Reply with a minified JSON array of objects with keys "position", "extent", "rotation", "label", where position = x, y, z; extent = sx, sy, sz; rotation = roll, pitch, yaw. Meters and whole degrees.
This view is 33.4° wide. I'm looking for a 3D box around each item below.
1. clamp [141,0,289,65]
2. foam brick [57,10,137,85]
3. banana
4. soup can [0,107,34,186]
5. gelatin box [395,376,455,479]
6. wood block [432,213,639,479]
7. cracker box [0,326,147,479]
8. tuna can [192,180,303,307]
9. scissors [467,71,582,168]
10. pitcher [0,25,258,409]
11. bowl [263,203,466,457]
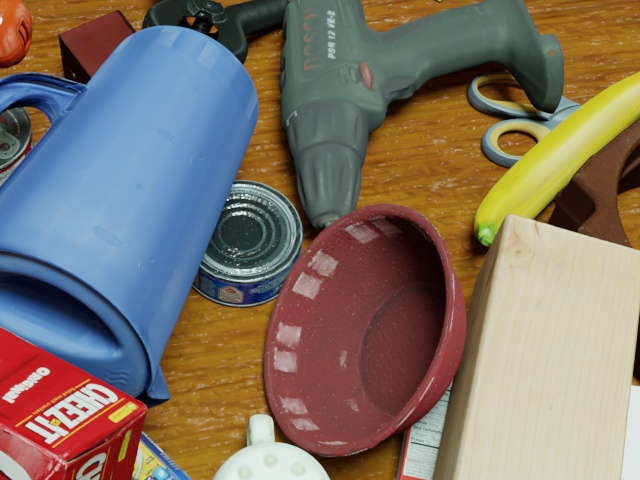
[{"position":[-0.079,-0.162,0.804],"extent":[0.120,0.039,0.171],"rotation":[11,42,-11],"label":"clamp"},{"position":[-0.150,-0.120,0.789],"extent":[0.051,0.053,0.078],"rotation":[-30,65,-23],"label":"foam brick"},{"position":[0.173,-0.054,0.776],"extent":[0.197,0.070,0.037],"rotation":[-43,103,-17],"label":"banana"},{"position":[-0.219,-0.042,0.703],"extent":[0.068,0.102,0.068],"rotation":[3,58,-5],"label":"soup can"},{"position":[0.090,0.128,0.680],"extent":[0.073,0.030,0.089],"rotation":[12,57,2],"label":"gelatin box"},{"position":[0.124,0.101,0.628],"extent":[0.091,0.090,0.206],"rotation":[16,57,2],"label":"wood block"},{"position":[-0.207,0.116,0.548],"extent":[0.214,0.164,0.072],"rotation":[25,26,19],"label":"cracker box"},{"position":[-0.055,0.001,0.737],"extent":[0.086,0.034,0.086],"rotation":[3,58,-5],"label":"tuna can"},{"position":[0.211,-0.082,0.833],"extent":[0.202,0.016,0.096],"rotation":[16,60,3],"label":"scissors"},{"position":[-0.129,-0.030,0.641],"extent":[0.145,0.149,0.242],"rotation":[9,45,11],"label":"pitcher"},{"position":[0.037,0.061,0.668],"extent":[0.055,0.162,0.162],"rotation":[25,49,-38],"label":"bowl"}]
